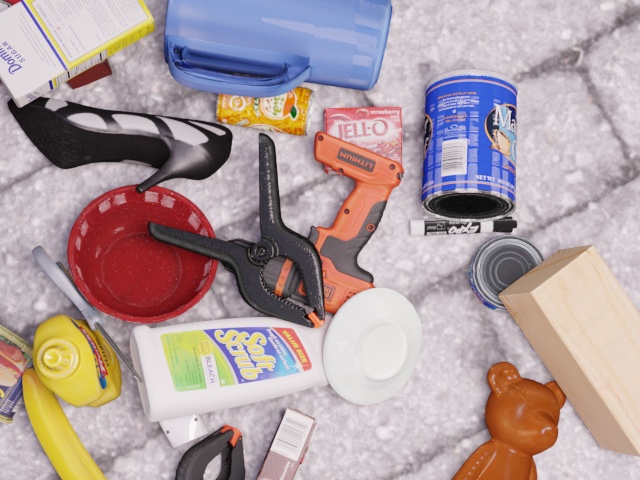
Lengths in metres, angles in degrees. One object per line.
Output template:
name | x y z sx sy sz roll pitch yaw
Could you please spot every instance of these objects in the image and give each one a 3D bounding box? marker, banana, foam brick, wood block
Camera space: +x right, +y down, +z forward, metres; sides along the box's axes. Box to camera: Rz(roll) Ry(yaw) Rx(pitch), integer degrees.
marker | 0.161 -0.016 1.203 0.121 0.020 0.020 -2 82 -1
banana | -0.265 0.227 1.145 0.037 0.070 0.198 -33 86 -44
foam brick | -0.278 -0.221 1.216 0.051 0.053 0.078 -23 82 -3
wood block | 0.294 0.115 1.126 0.090 0.091 0.206 -35 93 -12

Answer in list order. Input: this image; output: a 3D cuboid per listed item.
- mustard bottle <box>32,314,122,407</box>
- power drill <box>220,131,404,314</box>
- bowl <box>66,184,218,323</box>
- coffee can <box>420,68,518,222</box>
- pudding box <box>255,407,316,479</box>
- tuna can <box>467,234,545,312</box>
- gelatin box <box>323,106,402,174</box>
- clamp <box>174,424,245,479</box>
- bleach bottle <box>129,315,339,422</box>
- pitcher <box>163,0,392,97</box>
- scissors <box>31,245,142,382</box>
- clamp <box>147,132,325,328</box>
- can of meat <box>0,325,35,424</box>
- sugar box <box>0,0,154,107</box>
mustard bottle | -0.253 0.124 1.096 0.058 0.191 0.096 -24 83 -3
power drill | -0.001 -0.020 1.170 0.184 0.057 0.188 21 97 2
bowl | -0.194 0.022 1.167 0.162 0.055 0.162 4 67 -10
coffee can | 0.163 -0.102 1.163 0.103 0.103 0.140 4 74 0
pudding box | -0.041 0.235 1.132 0.039 0.090 0.113 25 82 2
tuna can | 0.208 0.037 1.187 0.086 0.034 0.086 0 82 0
gelatin box | 0.048 -0.113 1.211 0.089 0.030 0.073 0 82 0
clamp | -0.124 0.284 1.143 0.120 0.039 0.171 45 72 -32
bleach bottle | -0.070 0.121 1.143 0.250 0.068 0.102 -10 68 -19
pitcher | -0.049 -0.231 1.179 0.243 0.145 0.149 11 102 -1
scissors | -0.250 0.068 1.117 0.016 0.096 0.202 -40 42 -8
clamp | -0.057 0.001 1.132 0.210 0.036 0.164 45 93 3
can of meat | -0.358 0.138 1.164 0.102 0.057 0.084 31 80 4
sugar box | -0.278 -0.229 1.163 0.176 0.048 0.093 -32 88 -10
